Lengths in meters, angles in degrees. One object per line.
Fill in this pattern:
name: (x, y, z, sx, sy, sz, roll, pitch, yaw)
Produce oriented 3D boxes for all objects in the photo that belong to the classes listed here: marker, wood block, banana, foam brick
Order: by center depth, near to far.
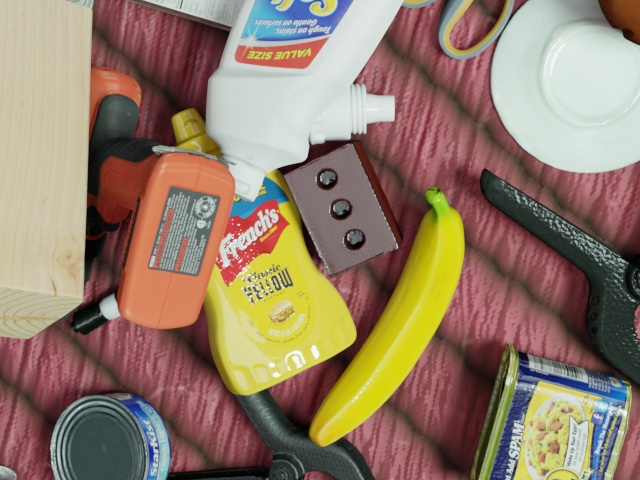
wood block: (-0.205, -0.052, 0.677, 0.090, 0.090, 0.206, -30, 56, 48)
banana: (0.051, 0.052, 0.719, 0.037, 0.069, 0.198, 40, 114, 44)
foam brick: (0.017, -0.023, 0.720, 0.053, 0.051, 0.078, -25, 92, 11)
marker: (-0.128, 0.036, 0.768, 0.121, 0.020, 0.020, -28, 92, 12)

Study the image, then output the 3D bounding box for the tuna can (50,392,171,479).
tuna can: (-0.150, 0.152, 0.766, 0.086, 0.033, 0.086, -1, 88, 27)

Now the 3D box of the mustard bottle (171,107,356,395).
mustard bottle: (-0.055, 0.001, 0.725, 0.096, 0.058, 0.191, -24, 92, -16)

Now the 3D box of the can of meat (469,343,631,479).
can of meat: (0.154, 0.130, 0.714, 0.084, 0.057, 0.102, 14, 100, 5)

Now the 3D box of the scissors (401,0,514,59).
scissors: (0.112, -0.219, 0.698, 0.096, 0.016, 0.202, 23, 100, 6)

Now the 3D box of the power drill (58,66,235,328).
power drill: (-0.134, -0.010, 0.691, 0.057, 0.188, 0.184, 8, 103, -36)

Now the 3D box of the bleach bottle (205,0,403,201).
bleach bottle: (0.002, -0.141, 0.670, 0.103, 0.068, 0.251, 22, 86, 15)

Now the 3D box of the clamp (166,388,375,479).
clamp: (-0.025, 0.151, 0.756, 0.171, 0.039, 0.120, 17, 104, 10)

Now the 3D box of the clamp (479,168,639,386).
clamp: (0.201, 0.019, 0.696, 0.164, 0.036, 0.210, -13, 100, 7)
